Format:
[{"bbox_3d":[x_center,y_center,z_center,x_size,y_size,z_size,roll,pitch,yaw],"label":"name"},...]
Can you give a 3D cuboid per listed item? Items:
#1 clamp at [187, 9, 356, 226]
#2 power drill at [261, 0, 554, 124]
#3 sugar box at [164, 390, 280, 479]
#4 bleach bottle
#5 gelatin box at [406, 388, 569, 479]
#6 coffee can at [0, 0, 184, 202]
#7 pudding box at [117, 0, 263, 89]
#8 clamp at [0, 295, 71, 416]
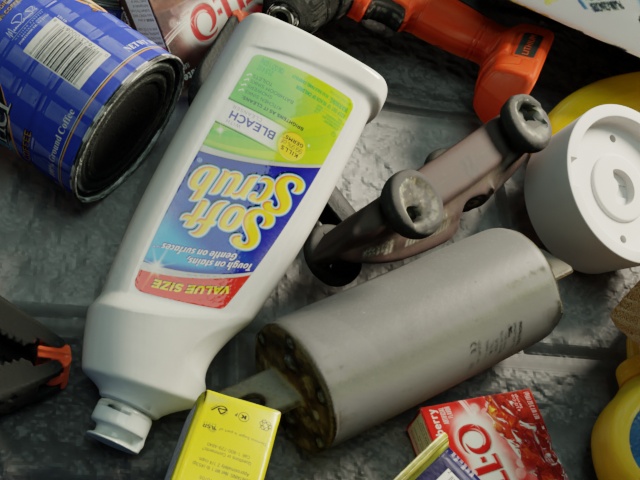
[{"bbox_3d":[-0.031,-0.063,0.675,0.120,0.039,0.171,7,70,-22],"label":"clamp"},{"bbox_3d":[0.064,-0.150,0.747,0.187,0.057,0.184,32,38,3],"label":"power drill"},{"bbox_3d":[-0.064,0.163,0.471,0.048,0.093,0.176,17,46,-4],"label":"sugar box"},{"bbox_3d":[-0.054,0.001,0.594,0.102,0.068,0.250,27,70,-10],"label":"bleach bottle"},{"bbox_3d":[0.098,0.132,0.595,0.073,0.030,0.089,-6,58,-21],"label":"gelatin box"},{"bbox_3d":[-0.167,-0.103,0.632,0.140,0.103,0.102,35,53,8],"label":"coffee can"},{"bbox_3d":[-0.080,-0.166,0.714,0.039,0.090,0.113,11,40,44],"label":"pudding box"},{"bbox_3d":[-0.235,0.061,0.536,0.210,0.036,0.164,13,53,-9],"label":"clamp"}]
